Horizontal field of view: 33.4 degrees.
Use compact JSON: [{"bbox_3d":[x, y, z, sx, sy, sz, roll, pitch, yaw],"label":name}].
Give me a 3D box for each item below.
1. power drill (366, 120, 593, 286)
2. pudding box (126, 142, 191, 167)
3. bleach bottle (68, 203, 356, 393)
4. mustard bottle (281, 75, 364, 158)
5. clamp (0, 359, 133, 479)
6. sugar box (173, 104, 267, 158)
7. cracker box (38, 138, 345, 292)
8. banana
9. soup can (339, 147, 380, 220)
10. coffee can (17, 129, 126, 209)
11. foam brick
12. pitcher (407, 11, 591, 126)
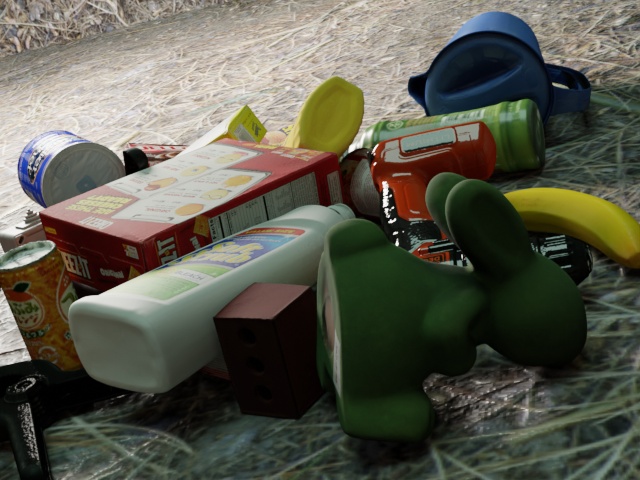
[{"bbox_3d":[0.107,-0.016,0.830,0.184,0.057,0.187,-10,39,11],"label":"power drill"},{"bbox_3d":[-0.177,-0.092,1.294,0.113,0.039,0.090,3,16,-16],"label":"pudding box"},{"bbox_3d":[-0.064,0.029,0.819,0.103,0.068,0.250,5,26,40],"label":"bleach bottle"},{"bbox_3d":[-0.019,-0.079,1.069,0.096,0.058,0.192,-67,8,-29],"label":"mustard bottle"},{"bbox_3d":[-0.218,0.128,0.797,0.210,0.036,0.164,-3,24,30],"label":"clamp"},{"bbox_3d":[-0.145,-0.074,1.179,0.176,0.048,0.093,-35,13,22],"label":"sugar box"},{"bbox_3d":[-0.109,-0.021,0.936,0.213,0.072,0.164,-28,27,-36],"label":"cracker box"},{"bbox_3d":[0.197,-0.012,0.861,0.069,0.037,0.198,-45,30,-22],"label":"banana"},{"bbox_3d":[0.070,-0.050,1.003,0.068,0.068,0.102,-28,24,-30],"label":"soup can"},{"bbox_3d":[-0.305,-0.077,1.306,0.102,0.103,0.140,-24,21,-21],"label":"coffee can"},{"bbox_3d":[-0.031,0.075,0.737,0.053,0.078,0.051,0,24,36],"label":"foam brick"},{"bbox_3d":[0.201,-0.184,1.189,0.145,0.149,0.242,-40,8,22],"label":"pitcher"}]
